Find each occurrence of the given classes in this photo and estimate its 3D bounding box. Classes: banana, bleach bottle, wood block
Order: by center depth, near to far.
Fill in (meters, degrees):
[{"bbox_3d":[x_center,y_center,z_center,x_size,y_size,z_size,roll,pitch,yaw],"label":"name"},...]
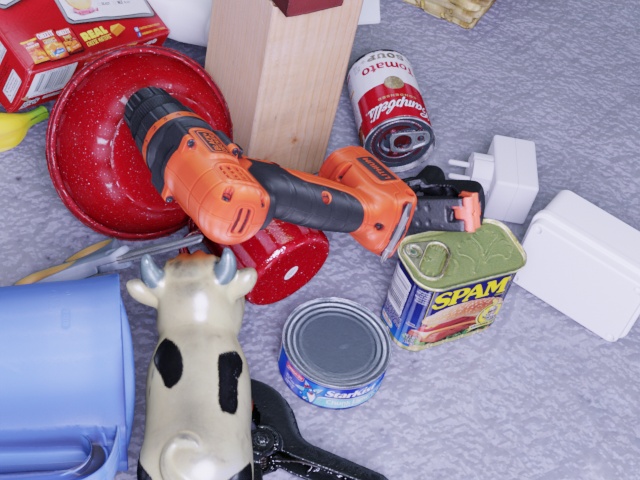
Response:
[{"bbox_3d":[-0.038,-0.148,0.907,0.090,0.206,0.091,-21,56,-28],"label":"wood block"},{"bbox_3d":[-0.341,-0.107,0.922,0.197,0.037,0.069,11,29,-4],"label":"banana"},{"bbox_3d":[-0.143,-0.231,1.022,0.102,0.068,0.251,-30,48,-35],"label":"bleach bottle"}]

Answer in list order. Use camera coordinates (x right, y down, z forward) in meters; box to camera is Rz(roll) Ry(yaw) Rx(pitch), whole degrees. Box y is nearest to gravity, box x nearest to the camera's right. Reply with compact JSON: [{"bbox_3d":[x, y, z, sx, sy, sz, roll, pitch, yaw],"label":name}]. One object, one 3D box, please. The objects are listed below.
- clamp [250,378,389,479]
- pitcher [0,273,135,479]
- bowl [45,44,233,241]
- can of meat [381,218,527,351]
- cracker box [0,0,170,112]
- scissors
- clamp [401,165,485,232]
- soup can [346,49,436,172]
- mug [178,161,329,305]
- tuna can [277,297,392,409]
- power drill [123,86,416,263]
[{"bbox_3d":[-0.046,0.157,0.743,0.172,0.039,0.120,36,46,28],"label":"clamp"},{"bbox_3d":[-0.242,0.100,0.690,0.242,0.149,0.145,-3,84,-11],"label":"pitcher"},{"bbox_3d":[-0.132,-0.073,0.848,0.161,0.162,0.055,-17,20,-26],"label":"bowl"},{"bbox_3d":[0.103,0.037,0.854,0.102,0.084,0.057,-13,52,-23],"label":"can of meat"},{"bbox_3d":[-0.264,-0.230,0.956,0.163,0.072,0.214,-30,79,-44],"label":"cracker box"},{"bbox_3d":[-0.144,0.008,0.791,0.202,0.016,0.096,-17,13,29],"label":"scissors"},{"bbox_3d":[0.061,-0.031,0.873,0.164,0.036,0.210,-11,12,-15],"label":"clamp"},{"bbox_3d":[0.065,-0.123,1.003,0.068,0.069,0.102,0,47,-13],"label":"soup can"},{"bbox_3d":[-0.056,0.001,0.849,0.117,0.093,0.081,-22,61,-32],"label":"mug"},{"bbox_3d":[0.010,0.087,0.822,0.086,0.034,0.086,6,47,-7],"label":"tuna can"},{"bbox_3d":[-0.038,-0.048,0.771,0.187,0.057,0.185,7,28,-35],"label":"power drill"}]
